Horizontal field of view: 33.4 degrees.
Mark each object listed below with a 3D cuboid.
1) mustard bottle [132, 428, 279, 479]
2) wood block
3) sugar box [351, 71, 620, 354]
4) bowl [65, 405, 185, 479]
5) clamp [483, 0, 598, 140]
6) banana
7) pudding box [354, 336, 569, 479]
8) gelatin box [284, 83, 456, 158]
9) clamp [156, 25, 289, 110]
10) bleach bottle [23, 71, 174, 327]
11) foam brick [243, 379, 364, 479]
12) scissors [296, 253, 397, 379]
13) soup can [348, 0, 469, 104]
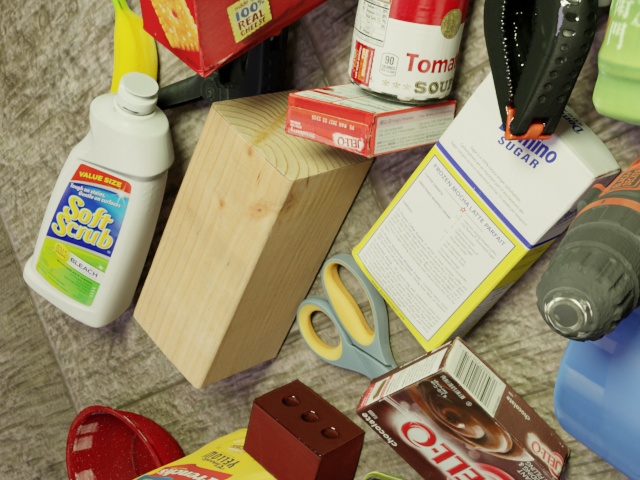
[{"bbox_3d":[-0.102,0.205,0.832,0.096,0.191,0.058,12,110,41],"label":"mustard bottle"},{"bbox_3d":[-0.056,0.001,0.799,0.090,0.090,0.206,45,129,25],"label":"wood block"},{"bbox_3d":[0.100,-0.017,0.679,0.093,0.048,0.176,52,128,18],"label":"sugar box"},{"bbox_3d":[-0.170,0.224,0.998,0.162,0.055,0.162,15,112,40],"label":"bowl"},{"bbox_3d":[0.117,-0.162,0.582,0.165,0.036,0.210,-130,41,-63],"label":"clamp"},{"bbox_3d":[-0.173,-0.112,0.919,0.070,0.037,0.198,51,132,44],"label":"banana"},{"bbox_3d":[0.093,0.125,0.703,0.113,0.039,0.090,47,134,-9],"label":"pudding box"},{"bbox_3d":[0.033,-0.079,0.692,0.073,0.089,0.030,20,115,38],"label":"gelatin box"},{"bbox_3d":[-0.079,-0.118,0.824,0.120,0.039,0.172,46,129,20],"label":"clamp"},{"bbox_3d":[-0.183,-0.039,0.898,0.102,0.068,0.251,34,133,10],"label":"bleach bottle"},{"bbox_3d":[-0.014,0.156,0.832,0.078,0.052,0.051,33,123,32],"label":"foam brick"},{"bbox_3d":[0.040,0.109,0.793,0.096,0.016,0.202,-28,83,46],"label":"scissors"},{"bbox_3d":[0.058,-0.144,0.664,0.069,0.068,0.102,28,121,35],"label":"soup can"}]
